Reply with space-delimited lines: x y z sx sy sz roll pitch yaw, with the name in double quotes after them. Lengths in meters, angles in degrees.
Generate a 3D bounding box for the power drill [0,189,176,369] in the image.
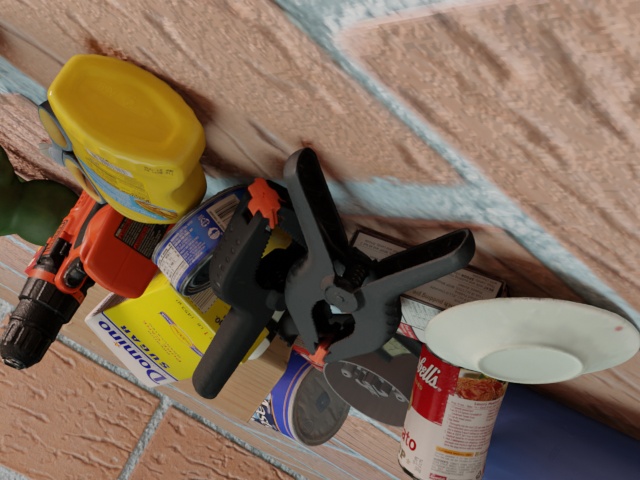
-0.192 0.019 0.885 0.057 0.184 0.188 34 155 -24 "power drill"

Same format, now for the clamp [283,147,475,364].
0.029 0.025 0.663 0.120 0.039 0.171 27 143 18 "clamp"

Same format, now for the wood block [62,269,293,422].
-0.136 0.082 1.063 0.206 0.090 0.091 29 124 -9 "wood block"

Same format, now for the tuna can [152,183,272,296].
-0.074 0.001 0.750 0.034 0.086 0.086 50 168 10 "tuna can"

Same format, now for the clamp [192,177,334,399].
-0.019 0.027 0.749 0.036 0.164 0.210 57 160 32 "clamp"

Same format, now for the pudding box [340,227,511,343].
0.075 0.041 0.723 0.114 0.039 0.090 18 160 25 "pudding box"

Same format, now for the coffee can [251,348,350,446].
-0.047 0.167 1.238 0.141 0.102 0.102 15 161 41 "coffee can"

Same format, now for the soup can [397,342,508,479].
0.099 0.124 0.787 0.068 0.102 0.068 10 -161 -4 "soup can"

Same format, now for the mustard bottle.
-0.122 -0.054 0.719 0.096 0.058 0.192 28 165 3 "mustard bottle"

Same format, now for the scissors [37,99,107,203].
-0.214 -0.084 0.854 0.202 0.016 0.096 33 151 52 "scissors"

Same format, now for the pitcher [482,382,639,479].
0.190 0.203 0.835 0.243 0.145 0.149 27 -170 31 "pitcher"

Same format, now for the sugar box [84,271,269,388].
-0.130 0.075 0.927 0.093 0.048 0.177 50 142 -13 "sugar box"
